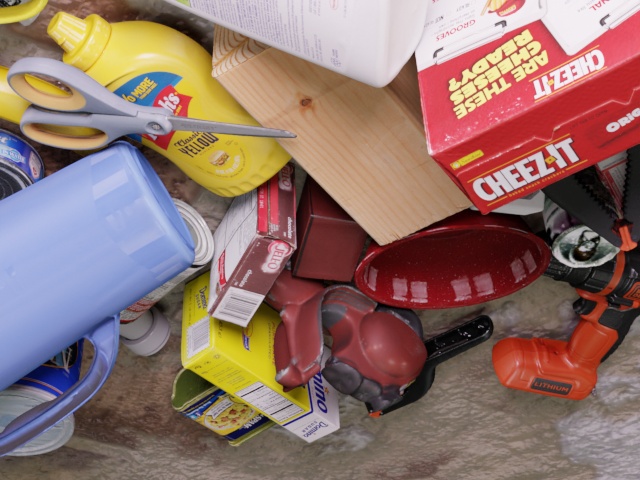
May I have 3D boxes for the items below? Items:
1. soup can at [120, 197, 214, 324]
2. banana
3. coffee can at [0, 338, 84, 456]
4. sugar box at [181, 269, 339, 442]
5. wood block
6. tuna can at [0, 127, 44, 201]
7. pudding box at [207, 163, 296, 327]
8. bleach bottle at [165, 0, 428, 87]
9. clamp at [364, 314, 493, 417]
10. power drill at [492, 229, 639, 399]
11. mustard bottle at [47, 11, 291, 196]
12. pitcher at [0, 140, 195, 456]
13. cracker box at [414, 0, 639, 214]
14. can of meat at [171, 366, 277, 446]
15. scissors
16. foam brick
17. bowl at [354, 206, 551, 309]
[{"bbox_3d":[-0.146,0.018,0.897,0.068,0.068,0.102,32,127,-33],"label":"soup can"},{"bbox_3d":[-0.229,-0.097,0.786,0.197,0.037,0.070,24,130,-27],"label":"banana"},{"bbox_3d":[-0.258,0.100,0.928,0.103,0.140,0.103,-2,138,-2],"label":"coffee can"},{"bbox_3d":[-0.052,0.109,0.986,0.048,0.093,0.176,-32,132,28],"label":"sugar box"},{"bbox_3d":[0.023,-0.098,0.760,0.091,0.090,0.205,-25,134,24],"label":"wood block"},{"bbox_3d":[-0.263,-0.048,0.841,0.086,0.034,0.086,-2,138,-2],"label":"tuna can"},{"bbox_3d":[-0.056,0.001,0.867,0.039,0.090,0.114,17,135,-19],"label":"pudding box"},{"bbox_3d":[-0.061,-0.175,0.619,0.251,0.068,0.102,24,144,18],"label":"bleach bottle"},{"bbox_3d":[0.093,0.115,1.041,0.120,0.039,0.172,13,136,-2],"label":"clamp"},{"bbox_3d":[0.235,0.069,0.984,0.184,0.057,0.188,13,136,-18],"label":"power drill"},{"bbox_3d":[-0.111,-0.105,0.768,0.191,0.058,0.096,32,138,-32],"label":"mustard bottle"},{"bbox_3d":[-0.214,0.039,0.791,0.243,0.145,0.149,-30,137,0],"label":"pitcher"},{"bbox_3d":[0.138,-0.138,0.628,0.164,0.213,0.072,-26,134,24],"label":"cracker box"},{"bbox_3d":[-0.086,0.150,1.057,0.102,0.057,0.083,-34,128,29],"label":"can of meat"},{"bbox_3d":[-0.124,-0.092,0.715,0.202,0.016,0.096,-2,147,23],"label":"scissors"},{"bbox_3d":[0.008,-0.011,0.885,0.051,0.053,0.078,6,139,-10],"label":"foam brick"},{"bbox_3d":[0.106,0.002,0.888,0.162,0.055,0.162,-4,153,-2],"label":"bowl"}]
